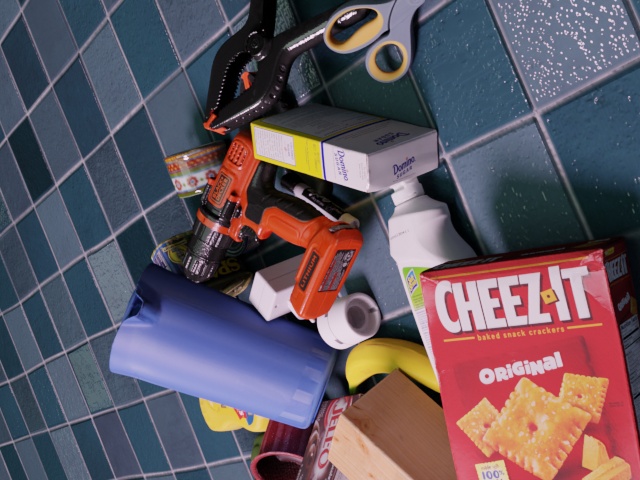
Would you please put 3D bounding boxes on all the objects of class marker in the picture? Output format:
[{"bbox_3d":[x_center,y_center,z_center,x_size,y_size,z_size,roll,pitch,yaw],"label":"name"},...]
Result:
[{"bbox_3d":[-0.003,-0.042,1.167,0.121,0.020,0.020,37,134,38],"label":"marker"}]

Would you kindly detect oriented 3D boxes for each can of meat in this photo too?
[{"bbox_3d":[-0.149,0.033,1.333,0.084,0.101,0.058,57,145,20],"label":"can of meat"}]

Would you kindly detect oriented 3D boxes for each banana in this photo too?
[{"bbox_3d":[0.082,0.135,1.133,0.198,0.037,0.069,-11,116,56],"label":"banana"}]

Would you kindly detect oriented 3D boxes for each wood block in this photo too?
[{"bbox_3d":[0.115,0.240,1.060,0.206,0.090,0.090,40,143,23],"label":"wood block"}]

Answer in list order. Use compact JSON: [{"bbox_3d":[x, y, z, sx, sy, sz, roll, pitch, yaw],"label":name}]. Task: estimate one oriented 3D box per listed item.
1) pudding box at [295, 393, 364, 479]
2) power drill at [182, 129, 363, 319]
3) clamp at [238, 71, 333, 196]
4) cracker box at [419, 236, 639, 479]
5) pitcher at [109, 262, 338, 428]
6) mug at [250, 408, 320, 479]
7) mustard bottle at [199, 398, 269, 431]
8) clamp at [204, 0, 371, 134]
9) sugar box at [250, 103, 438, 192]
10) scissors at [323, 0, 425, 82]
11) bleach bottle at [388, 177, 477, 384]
[{"bbox_3d":[0.019,0.229,1.181,0.090,0.039,0.113,-27,41,60],"label":"pudding box"},{"bbox_3d":[-0.057,0.001,1.126,0.188,0.057,0.185,37,114,28],"label":"power drill"},{"bbox_3d":[-0.057,-0.100,1.177,0.120,0.039,0.171,-33,71,33],"label":"clamp"},{"bbox_3d":[0.183,0.116,0.886,0.164,0.072,0.214,-10,93,31],"label":"cracker box"},{"bbox_3d":[-0.108,0.128,1.228,0.243,0.149,0.145,20,118,2],"label":"pitcher"},{"bbox_3d":[-0.021,0.254,1.277,0.093,0.081,0.117,-26,123,36],"label":"mug"},{"bbox_3d":[-0.087,0.196,1.367,0.192,0.058,0.096,-13,78,54],"label":"mustard bottle"},{"bbox_3d":[-0.058,-0.204,1.076,0.210,0.036,0.165,-50,57,18],"label":"clamp"},{"bbox_3d":[0.021,-0.093,1.044,0.176,0.093,0.048,24,126,46],"label":"sugar box"},{"bbox_3d":[0.090,-0.202,0.954,0.202,0.016,0.096,-17,122,38],"label":"scissors"},{"bbox_3d":[0.129,0.057,1.005,0.103,0.067,0.251,-28,82,54],"label":"bleach bottle"}]
